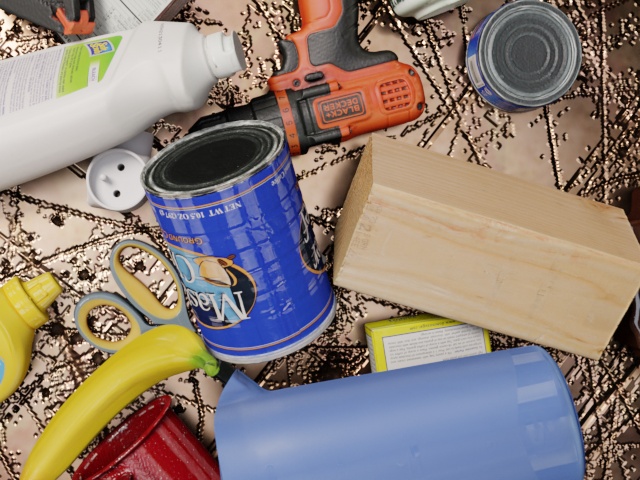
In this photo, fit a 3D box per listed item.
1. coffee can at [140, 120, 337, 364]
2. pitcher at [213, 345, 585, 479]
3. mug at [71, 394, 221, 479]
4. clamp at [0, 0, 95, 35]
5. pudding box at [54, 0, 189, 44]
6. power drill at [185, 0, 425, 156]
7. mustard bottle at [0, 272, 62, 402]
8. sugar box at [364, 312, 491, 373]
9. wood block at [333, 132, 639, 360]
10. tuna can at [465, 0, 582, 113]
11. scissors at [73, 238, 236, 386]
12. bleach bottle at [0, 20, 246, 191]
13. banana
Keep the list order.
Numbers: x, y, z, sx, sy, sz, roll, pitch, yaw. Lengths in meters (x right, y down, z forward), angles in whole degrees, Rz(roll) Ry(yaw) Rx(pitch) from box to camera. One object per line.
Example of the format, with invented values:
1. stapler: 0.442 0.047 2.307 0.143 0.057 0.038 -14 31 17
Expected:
1. coffee can: -0.055 0.001 0.751 0.102 0.103 0.140 -21 119 -7
2. pitcher: 0.054 0.160 0.740 0.243 0.145 0.149 -12 128 -2
3. mug: -0.119 0.176 0.767 0.093 0.117 0.081 -38 100 7
4. clamp: -0.231 -0.225 0.745 0.165 0.036 0.210 -30 88 27
5. pudding box: -0.150 -0.182 0.767 0.090 0.039 0.114 49 125 -6
6. power drill: -0.028 -0.157 0.799 0.184 0.057 0.187 -14 97 -5
7. mustard bottle: -0.270 0.086 0.772 0.191 0.058 0.096 -36 96 -5
8. sugar box: 0.093 0.145 0.826 0.093 0.048 0.176 -8 95 -5
9. wood block: 0.120 0.005 0.791 0.206 0.091 0.090 16 118 -8
10. tuna can: 0.159 -0.144 0.835 0.086 0.034 0.086 0 91 -7
11. scissors: -0.109 0.093 0.815 0.096 0.016 0.202 -34 95 -4
12. bleach bottle: -0.173 -0.091 0.731 0.251 0.068 0.102 -14 49 10
13. banana: -0.150 0.114 0.776 0.198 0.069 0.037 -37 114 22
